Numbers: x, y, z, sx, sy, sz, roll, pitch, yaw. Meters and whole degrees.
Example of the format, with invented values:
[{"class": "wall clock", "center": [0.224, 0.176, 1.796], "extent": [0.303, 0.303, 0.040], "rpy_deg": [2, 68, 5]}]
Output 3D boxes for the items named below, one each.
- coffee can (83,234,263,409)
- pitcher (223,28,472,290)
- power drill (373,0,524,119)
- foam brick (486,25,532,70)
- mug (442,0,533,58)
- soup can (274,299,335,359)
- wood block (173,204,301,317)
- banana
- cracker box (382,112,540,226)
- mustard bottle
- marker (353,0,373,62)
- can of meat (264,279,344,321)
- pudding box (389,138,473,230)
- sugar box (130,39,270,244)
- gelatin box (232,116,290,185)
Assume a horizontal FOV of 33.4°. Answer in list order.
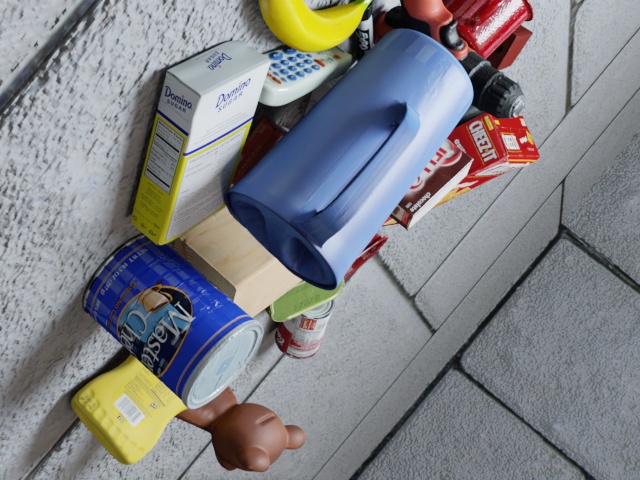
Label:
[{"class": "coffee can", "center": [-0.139, 0.075, 1.008], "extent": [0.102, 0.140, 0.103], "rpy_deg": [-44, 162, -19]}, {"class": "pitcher", "center": [0.038, -0.082, 0.993], "extent": [0.242, 0.149, 0.145], "rpy_deg": [-50, 148, -16]}, {"class": "power drill", "center": [0.124, -0.215, 1.030], "extent": [0.057, 0.185, 0.188], "rpy_deg": [-43, 152, -24]}, {"class": "foam brick", "center": [0.209, -0.253, 1.312], "extent": [0.051, 0.078, 0.053], "rpy_deg": [-28, 152, -55]}, {"class": "mug", "center": [0.183, -0.257, 1.206], "extent": [0.081, 0.093, 0.117], "rpy_deg": [-45, -173, -3]}, {"class": "soup can", "center": [-0.022, 0.112, 1.504], "extent": [0.068, 0.068, 0.102], "rpy_deg": [-37, 158, -37]}, {"class": "wood block", "center": [-0.058, 0.001, 1.147], "extent": [0.205, 0.090, 0.091], "rpy_deg": [-36, 158, -37]}, {"class": "banana", "center": [-0.011, -0.201, 0.945], "extent": [0.197, 0.037, 0.070], "rpy_deg": [-17, 125, -63]}, {"class": "cracker box", "center": [0.164, -0.090, 1.400], "extent": [0.214, 0.072, 0.164], "rpy_deg": [-26, 173, 25]}, {"class": "mustard bottle", "center": [-0.169, 0.146, 1.157], "extent": [0.191, 0.096, 0.058], "rpy_deg": [-43, -175, -27]}, {"class": "marker", "center": [0.045, -0.211, 1.084], "extent": [0.020, 0.020, 0.121], "rpy_deg": [-46, 162, -14]}, {"class": "can of meat", "center": [-0.034, 0.038, 1.236], "extent": [0.102, 0.084, 0.057], "rpy_deg": [-24, 136, -17]}, {"class": "pudding box", "center": [0.103, -0.078, 1.204], "extent": [0.113, 0.090, 0.039], "rpy_deg": [-43, 161, -24]}, {"class": "sugar box", "center": [-0.107, -0.084, 0.925], "extent": [0.093, 0.048, 0.176], "rpy_deg": [-36, 155, -44]}, {"class": "gelatin box", "center": [-0.055, -0.083, 1.082], "extent": [0.073, 0.030, 0.089], "rpy_deg": [-52, 163, 9]}]
